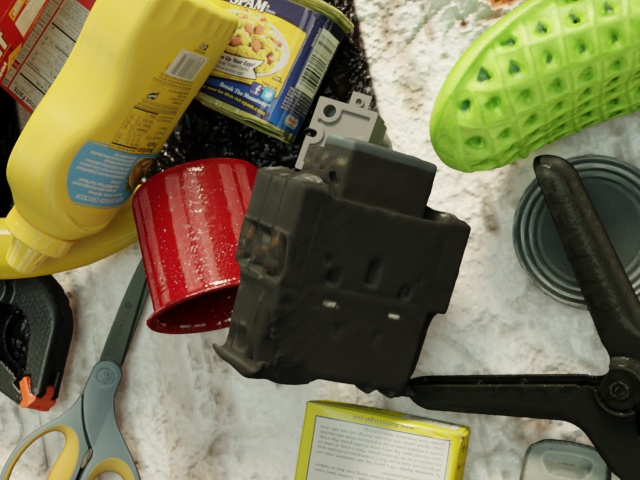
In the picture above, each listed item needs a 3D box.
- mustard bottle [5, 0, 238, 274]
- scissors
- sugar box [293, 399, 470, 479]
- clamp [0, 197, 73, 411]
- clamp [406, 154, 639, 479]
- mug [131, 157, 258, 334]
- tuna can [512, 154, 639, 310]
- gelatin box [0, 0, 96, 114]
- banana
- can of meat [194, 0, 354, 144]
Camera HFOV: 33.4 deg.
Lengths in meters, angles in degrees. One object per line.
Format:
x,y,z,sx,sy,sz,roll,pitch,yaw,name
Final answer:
-0.125,-0.062,0.608,0.058,0.096,0.192,37,102,16,mustard bottle
-0.123,0.103,0.671,0.096,0.016,0.201,36,77,-5,scissors
0.026,0.185,0.605,0.093,0.048,0.176,9,88,17,sugar box
-0.201,0.025,0.697,0.120,0.039,0.171,-38,71,13,clamp
0.152,0.079,0.562,0.210,0.036,0.165,41,117,16,clamp
-0.054,0.001,0.638,0.117,0.093,0.081,-11,73,-14,mug
0.153,-0.003,0.601,0.086,0.033,0.086,-2,81,16,tuna can
-0.179,-0.131,0.714,0.073,0.030,0.089,40,102,17,gelatin box
-0.187,-0.010,0.658,0.197,0.037,0.069,4,88,-15,banana
-0.043,-0.117,0.663,0.102,0.057,0.084,26,92,19,can of meat
